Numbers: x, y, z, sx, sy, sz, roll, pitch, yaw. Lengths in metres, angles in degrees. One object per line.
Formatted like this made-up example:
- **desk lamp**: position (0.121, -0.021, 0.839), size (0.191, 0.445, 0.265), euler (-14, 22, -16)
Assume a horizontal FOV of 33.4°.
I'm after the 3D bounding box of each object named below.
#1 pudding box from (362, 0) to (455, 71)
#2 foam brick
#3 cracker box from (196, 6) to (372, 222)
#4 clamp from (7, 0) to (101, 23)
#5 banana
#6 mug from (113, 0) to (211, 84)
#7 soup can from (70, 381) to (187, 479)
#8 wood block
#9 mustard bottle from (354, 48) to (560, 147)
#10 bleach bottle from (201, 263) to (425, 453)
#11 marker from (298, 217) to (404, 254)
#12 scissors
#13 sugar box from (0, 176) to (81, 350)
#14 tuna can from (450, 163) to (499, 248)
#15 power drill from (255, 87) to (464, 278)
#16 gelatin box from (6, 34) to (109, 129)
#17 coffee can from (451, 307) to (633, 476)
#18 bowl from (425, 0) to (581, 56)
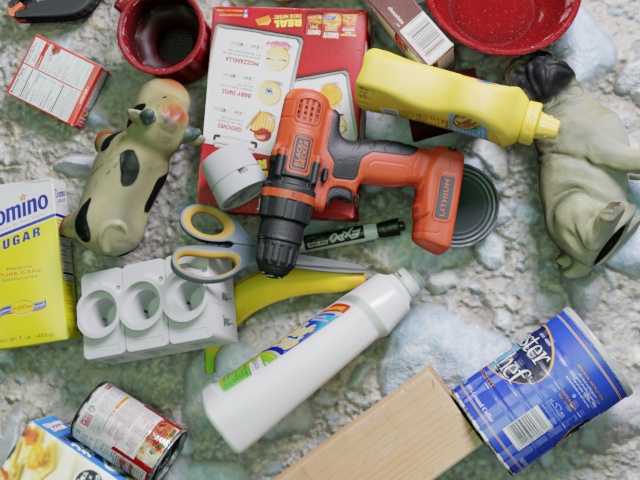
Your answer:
- **pudding box**: position (0.088, -0.218, 1.085), size (0.039, 0.090, 0.113), euler (-38, 82, 6)
- **foam brick**: position (0.126, -0.138, 1.092), size (0.078, 0.051, 0.053), euler (-14, 83, 7)
- **cracker box**: position (-0.035, -0.130, 1.107), size (0.164, 0.072, 0.214), euler (3, 87, 10)
- **clamp**: position (-0.245, -0.298, 1.168), size (0.210, 0.036, 0.164), euler (-42, 80, 0)
- **banana**: position (-0.051, 0.062, 1.114), size (0.198, 0.037, 0.069), euler (-30, 103, 7)
- **mug**: position (-0.167, -0.218, 1.127), size (0.117, 0.081, 0.093), euler (32, 91, 9)
- **soup can**: position (-0.199, 0.200, 1.107), size (0.102, 0.068, 0.068), euler (30, 90, 10)
- **wood block**: position (0.052, 0.220, 1.057), size (0.206, 0.090, 0.091), euler (-37, 82, 4)
- **mustard bottle**: position (0.132, -0.130, 1.014), size (0.192, 0.096, 0.058), euler (17, 87, 10)
- **bleach bottle**: position (-0.002, 0.109, 1.079), size (0.251, 0.102, 0.068), euler (-37, 99, -2)
- **marker**: position (0.028, -0.004, 1.113), size (0.121, 0.020, 0.020), euler (-11, 84, 7)
- **scissors**: position (-0.057, 0.001, 1.073), size (0.201, 0.016, 0.096), euler (-6, 63, -25)
- **sugar box**: position (-0.316, 0.025, 1.149), size (0.093, 0.048, 0.176), euler (-9, 85, 8)
- **tuna can**: position (0.140, -0.035, 1.091), size (0.086, 0.033, 0.086), euler (-1, 86, 8)
- **power drill**: position (0.036, -0.041, 1.025), size (0.187, 0.057, 0.184), euler (12, 85, -13)
- **gelatin box**: position (-0.287, -0.173, 1.168), size (0.089, 0.030, 0.073), euler (27, 91, 10)
- **coffee can**: position (0.213, 0.146, 1.031), size (0.140, 0.102, 0.103), euler (-36, 81, 4)
- **bowl**: position (0.179, -0.249, 1.080), size (0.162, 0.055, 0.162), euler (1, 74, -2)
